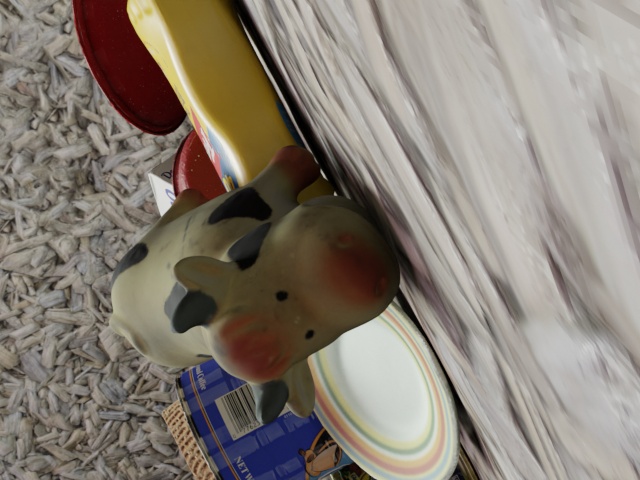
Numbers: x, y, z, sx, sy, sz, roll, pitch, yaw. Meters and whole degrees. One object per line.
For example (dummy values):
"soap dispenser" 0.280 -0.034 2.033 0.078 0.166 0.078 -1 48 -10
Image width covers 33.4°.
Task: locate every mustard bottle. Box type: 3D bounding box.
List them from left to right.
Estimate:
"mustard bottle" -0.041 -0.060 0.603 0.191 0.058 0.096 62 174 3

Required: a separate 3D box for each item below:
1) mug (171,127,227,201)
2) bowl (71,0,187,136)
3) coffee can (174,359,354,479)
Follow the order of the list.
"mug" -0.050 -0.034 0.716 0.081 0.093 0.117 175 76 -83
"bowl" -0.126 -0.168 0.850 0.162 0.055 0.162 43 -140 -52
"coffee can" -0.007 0.099 0.679 0.103 0.140 0.103 62 178 3
